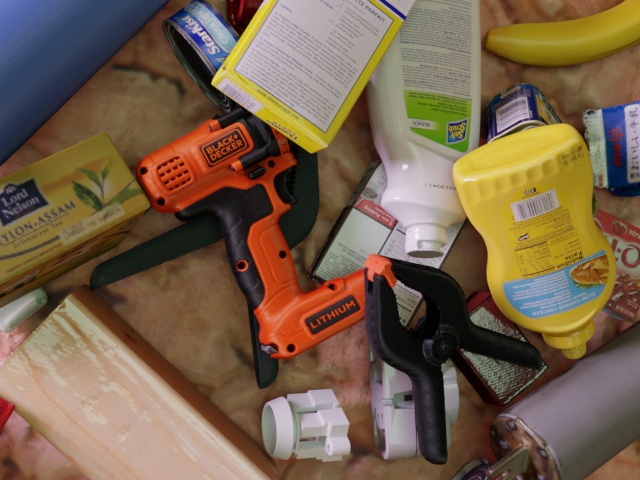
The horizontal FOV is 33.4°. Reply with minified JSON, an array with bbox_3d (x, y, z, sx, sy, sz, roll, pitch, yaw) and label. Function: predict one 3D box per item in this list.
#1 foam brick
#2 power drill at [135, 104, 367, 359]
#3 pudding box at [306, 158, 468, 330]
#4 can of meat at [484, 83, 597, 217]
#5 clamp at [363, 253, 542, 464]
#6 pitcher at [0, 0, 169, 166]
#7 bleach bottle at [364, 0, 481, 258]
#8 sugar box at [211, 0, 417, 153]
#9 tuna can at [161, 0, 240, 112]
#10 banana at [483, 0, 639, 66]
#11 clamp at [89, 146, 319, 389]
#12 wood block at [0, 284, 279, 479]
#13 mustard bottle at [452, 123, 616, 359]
[{"bbox_3d":[0.136,0.087,0.861,0.051,0.053,0.078,-38,94,-8],"label":"foam brick"},{"bbox_3d":[-0.020,-0.020,0.803,0.184,0.057,0.187,-29,91,-10],"label":"power drill"},{"bbox_3d":[0.055,0.003,0.860,0.090,0.039,0.113,31,85,-6],"label":"pudding box"},{"bbox_3d":[0.171,-0.066,0.843,0.058,0.084,0.102,-29,114,23],"label":"can of meat"},{"bbox_3d":[0.080,0.084,0.788,0.171,0.039,0.120,42,78,-23],"label":"clamp"},{"bbox_3d":[-0.227,-0.156,0.776,0.149,0.145,0.242,47,73,-8],"label":"pitcher"},{"bbox_3d":[0.074,-0.112,0.830,0.102,0.068,0.251,5,76,-14],"label":"bleach bottle"},{"bbox_3d":[0.007,-0.162,0.770,0.093,0.048,0.176,34,76,-13],"label":"sugar box"},{"bbox_3d":[-0.083,-0.142,0.820,0.033,0.086,0.086,-38,94,-10],"label":"tuna can"},{"bbox_3d":[0.234,-0.186,0.898,0.197,0.037,0.070,-29,75,-10],"label":"banana"},{"bbox_3d":[-0.056,0.001,0.842,0.164,0.036,0.210,39,79,-11],"label":"clamp"},{"bbox_3d":[-0.135,0.137,0.795,0.206,0.091,0.090,44,88,-5],"label":"wood block"},{"bbox_3d":[0.171,0.012,0.806,0.096,0.058,0.191,-20,118,6],"label":"mustard bottle"}]
